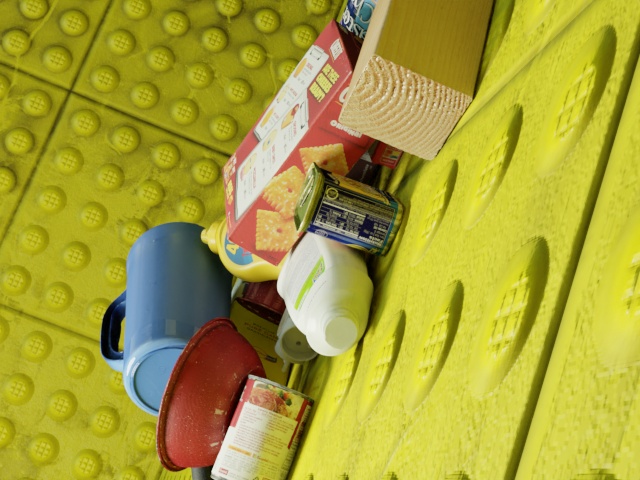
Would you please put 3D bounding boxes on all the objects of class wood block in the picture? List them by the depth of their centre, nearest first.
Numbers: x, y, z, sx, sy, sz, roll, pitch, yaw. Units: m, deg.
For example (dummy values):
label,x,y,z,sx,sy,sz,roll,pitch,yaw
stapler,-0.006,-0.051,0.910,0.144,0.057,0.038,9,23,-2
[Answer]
label,x,y,z,sx,sy,sz,roll,pitch,yaw
wood block,0.092,-0.184,0.938,0.090,0.090,0.206,120,170,-52

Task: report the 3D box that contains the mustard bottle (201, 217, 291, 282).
label,x,y,z,sx,sy,sz,roll,pitch,yaw
mustard bottle,-0.058,0.001,1.200,0.192,0.058,0.096,5,66,37

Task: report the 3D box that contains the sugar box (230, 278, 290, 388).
label,x,y,z,sx,sy,sz,roll,pitch,yaw
sugar box,-0.077,0.118,1.312,0.048,0.093,0.176,-57,12,39

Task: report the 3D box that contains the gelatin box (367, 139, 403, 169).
label,x,y,z,sx,sy,sz,roll,pitch,yaw
gelatin box,0.072,-0.129,1.108,0.089,0.030,0.073,-102,32,-52

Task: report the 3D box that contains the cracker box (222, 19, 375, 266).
label,x,y,z,sx,sy,sz,roll,pitch,yaw
cracker box,-0.015,-0.102,1.101,0.214,0.072,0.164,-51,23,20

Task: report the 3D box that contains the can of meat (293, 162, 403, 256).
label,x,y,z,sx,sy,sz,roll,pitch,yaw
can of meat,0.024,-0.028,0.986,0.102,0.084,0.057,-109,38,-77

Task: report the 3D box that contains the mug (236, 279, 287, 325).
label,x,y,z,sx,sy,sz,roll,pitch,yaw
mug,-0.036,0.058,1.264,0.081,0.093,0.117,-65,-31,-13

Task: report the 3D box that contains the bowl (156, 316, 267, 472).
label,x,y,z,sx,sy,sz,roll,pitch,yaw
bowl,-0.098,0.160,1.058,0.161,0.055,0.162,-51,-30,-46

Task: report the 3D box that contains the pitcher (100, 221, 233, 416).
label,x,y,z,sx,sy,sz,roll,pitch,yaw
pitcher,-0.173,0.096,1.223,0.243,0.145,0.149,-99,25,-61

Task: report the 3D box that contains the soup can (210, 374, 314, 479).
label,x,y,z,sx,sy,sz,roll,pitch,yaw
soup can,-0.055,0.186,1.008,0.068,0.068,0.102,140,152,-77

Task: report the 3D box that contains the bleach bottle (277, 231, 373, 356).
label,x,y,z,sx,sy,sz,roll,pitch,yaw
bleach bottle,0.006,0.053,0.993,0.251,0.068,0.103,-103,37,-75
